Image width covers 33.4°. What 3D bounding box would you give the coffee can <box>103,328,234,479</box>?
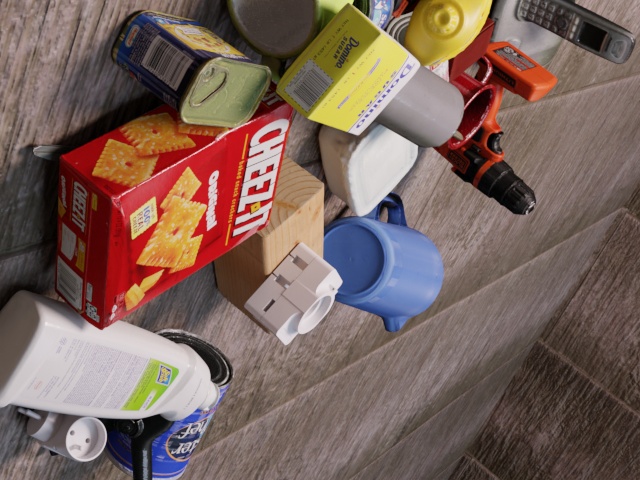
[{"bbox_3d":[-0.171,0.184,1.191,0.102,0.103,0.140,-14,137,-58],"label":"coffee can"}]

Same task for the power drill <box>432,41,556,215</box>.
[{"bbox_3d":[0.232,-0.146,1.378,0.057,0.185,0.188,-23,146,-41],"label":"power drill"}]

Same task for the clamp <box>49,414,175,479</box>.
[{"bbox_3d":[-0.210,0.188,1.121,0.039,0.120,0.171,-98,-150,-71],"label":"clamp"}]

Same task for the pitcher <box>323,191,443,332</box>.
[{"bbox_3d":[0.072,0.024,1.393,0.145,0.149,0.242,-44,164,9],"label":"pitcher"}]

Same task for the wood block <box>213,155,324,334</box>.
[{"bbox_3d":[-0.058,0.002,1.149,0.090,0.091,0.206,-43,157,-23],"label":"wood block"}]

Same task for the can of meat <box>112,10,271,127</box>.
[{"bbox_3d":[-0.102,-0.137,0.845,0.057,0.084,0.101,-59,158,18],"label":"can of meat"}]

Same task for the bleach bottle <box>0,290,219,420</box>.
[{"bbox_3d":[-0.192,0.126,0.989,0.250,0.068,0.102,28,99,-47],"label":"bleach bottle"}]

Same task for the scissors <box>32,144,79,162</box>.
[{"bbox_3d":[-0.163,-0.081,0.903,0.096,0.016,0.201,-53,159,-1],"label":"scissors"}]

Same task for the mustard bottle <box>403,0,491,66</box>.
[{"bbox_3d":[0.123,-0.212,1.033,0.096,0.058,0.191,-46,180,14],"label":"mustard bottle"}]

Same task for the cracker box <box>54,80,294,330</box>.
[{"bbox_3d":[-0.124,-0.038,0.923,0.213,0.072,0.164,-34,153,-38],"label":"cracker box"}]

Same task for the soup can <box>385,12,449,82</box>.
[{"bbox_3d":[0.109,-0.202,1.199,0.068,0.068,0.102,-48,158,-12],"label":"soup can"}]

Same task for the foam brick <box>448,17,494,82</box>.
[{"bbox_3d":[0.160,-0.236,1.272,0.078,0.053,0.051,-40,156,-26],"label":"foam brick"}]

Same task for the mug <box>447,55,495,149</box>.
[{"bbox_3d":[0.164,-0.183,1.322,0.117,0.081,0.093,-56,159,11],"label":"mug"}]

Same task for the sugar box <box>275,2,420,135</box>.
[{"bbox_3d":[0.029,-0.143,0.929,0.093,0.048,0.176,-47,167,12],"label":"sugar box"}]
